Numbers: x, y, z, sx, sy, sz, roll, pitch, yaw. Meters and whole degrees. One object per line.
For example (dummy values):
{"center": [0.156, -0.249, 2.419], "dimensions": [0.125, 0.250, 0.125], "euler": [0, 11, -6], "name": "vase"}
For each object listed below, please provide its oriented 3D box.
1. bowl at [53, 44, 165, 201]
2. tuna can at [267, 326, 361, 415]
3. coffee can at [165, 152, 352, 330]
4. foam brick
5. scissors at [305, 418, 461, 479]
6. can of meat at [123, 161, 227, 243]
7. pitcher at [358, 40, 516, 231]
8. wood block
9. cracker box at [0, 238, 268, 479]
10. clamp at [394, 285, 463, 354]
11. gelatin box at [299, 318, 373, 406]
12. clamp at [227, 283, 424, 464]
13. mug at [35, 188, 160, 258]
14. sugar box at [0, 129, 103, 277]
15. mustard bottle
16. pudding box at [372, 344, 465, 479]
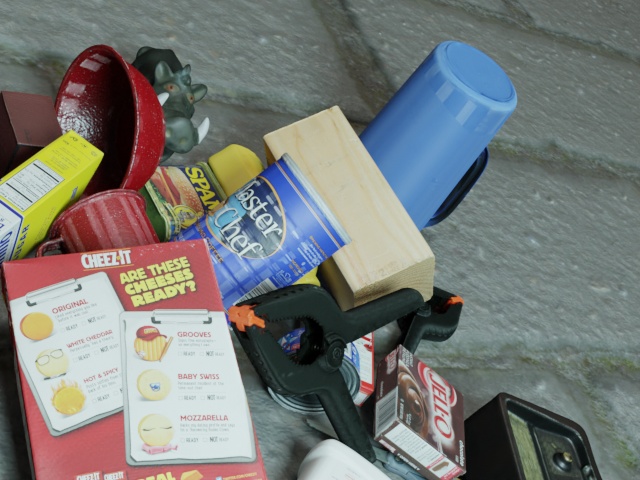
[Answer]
{"center": [-0.194, -0.101, 1.008], "dimensions": [0.055, 0.162, 0.162], "euler": [2, 47, -41], "name": "bowl"}
{"center": [-0.006, 0.119, 0.979], "dimensions": [0.086, 0.086, 0.033], "euler": [24, 35, -17], "name": "tuna can"}
{"center": [-0.056, 0.001, 0.983], "dimensions": [0.103, 0.140, 0.103], "euler": [53, 1, -1], "name": "coffee can"}
{"center": [-0.282, -0.098, 1.024], "dimensions": [0.052, 0.051, 0.078], "euler": [5, 45, -36], "name": "foam brick"}
{"center": [0.079, 0.223, 0.991], "dimensions": [0.201, 0.016, 0.096], "euler": [17, 38, -26], "name": "scissors"}
{"center": [-0.143, -0.030, 1.062], "dimensions": [0.083, 0.058, 0.102], "euler": [-4, 51, -40], "name": "can of meat"}
{"center": [0.117, -0.101, 1.204], "dimensions": [0.145, 0.243, 0.149], "euler": [41, 36, 2], "name": "pitcher"}
{"center": [0.027, -0.024, 1.087], "dimensions": [0.090, 0.091, 0.206], "euler": [-24, 60, -10], "name": "wood block"}
{"center": [-0.146, 0.113, 0.817], "dimensions": [0.164, 0.072, 0.214], "euler": [-7, 60, -20], "name": "cracker box"}
{"center": [0.091, 0.073, 1.160], "dimensions": [0.120, 0.039, 0.171], "euler": [53, 31, 16], "name": "clamp"}
{"center": [0.015, 0.113, 1.054], "dimensions": [0.073, 0.030, 0.089], "euler": [23, 36, -16], "name": "gelatin box"}
{"center": [0.008, 0.084, 0.904], "dimensions": [0.209, 0.036, 0.164], "euler": [36, 70, -41], "name": "clamp"}
{"center": [-0.192, 0.016, 0.941], "dimensions": [0.117, 0.093, 0.081], "euler": [-12, 61, -35], "name": "mug"}
{"center": [-0.260, -0.020, 0.916], "dimensions": [0.048, 0.093, 0.176], "euler": [35, 35, -3], "name": "sugar box"}
{"center": [-0.051, -0.004, 1.090], "dimensions": [0.192, 0.058, 0.096], "euler": [61, 0, 29], "name": "mustard bottle"}
{"center": [0.095, 0.166, 1.014], "dimensions": [0.090, 0.039, 0.113], "euler": [38, 30, -17], "name": "pudding box"}
